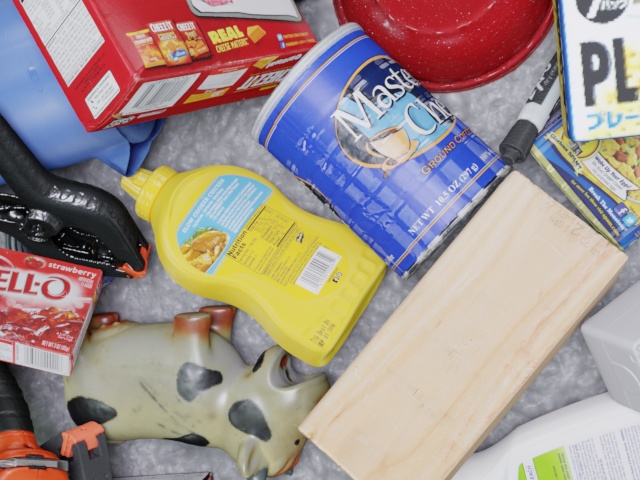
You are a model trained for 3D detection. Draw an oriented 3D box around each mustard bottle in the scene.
[{"bbox_3d":[-0.055,0.001,0.737,0.192,0.058,0.096,30,66,10],"label":"mustard bottle"}]

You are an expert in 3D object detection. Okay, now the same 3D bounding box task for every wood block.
[{"bbox_3d":[0.091,0.069,0.678,0.090,0.090,0.206,40,89,15],"label":"wood block"}]

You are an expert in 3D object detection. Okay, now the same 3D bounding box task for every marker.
[{"bbox_3d":[0.146,-0.096,0.683,0.020,0.020,0.121,30,67,9],"label":"marker"}]

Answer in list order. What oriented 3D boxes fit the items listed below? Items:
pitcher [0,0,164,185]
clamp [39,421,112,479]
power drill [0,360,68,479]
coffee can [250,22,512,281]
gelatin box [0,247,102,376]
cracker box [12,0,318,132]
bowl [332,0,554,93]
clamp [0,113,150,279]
[{"bbox_3d":[-0.245,-0.106,0.750,0.243,0.145,0.149,-17,50,16],"label":"pitcher"},{"bbox_3d":[-0.199,0.215,0.769,0.165,0.036,0.210,25,114,29],"label":"clamp"},{"bbox_3d":[-0.249,0.134,0.751,0.185,0.057,0.188,-53,48,27],"label":"power drill"},{"bbox_3d":[0.039,-0.058,0.699,0.140,0.102,0.103,44,102,6],"label":"coffee can"},{"bbox_3d":[-0.199,0.044,0.712,0.089,0.073,0.030,14,139,-3],"label":"gelatin box"},{"bbox_3d":[-0.120,-0.182,0.665,0.072,0.163,0.214,-37,80,41],"label":"cracker box"},{"bbox_3d":[0.080,-0.180,0.705,0.162,0.055,0.162,1,94,13],"label":"bowl"},{"bbox_3d":[-0.197,-0.018,0.720,0.120,0.039,0.171,-24,129,38],"label":"clamp"}]
